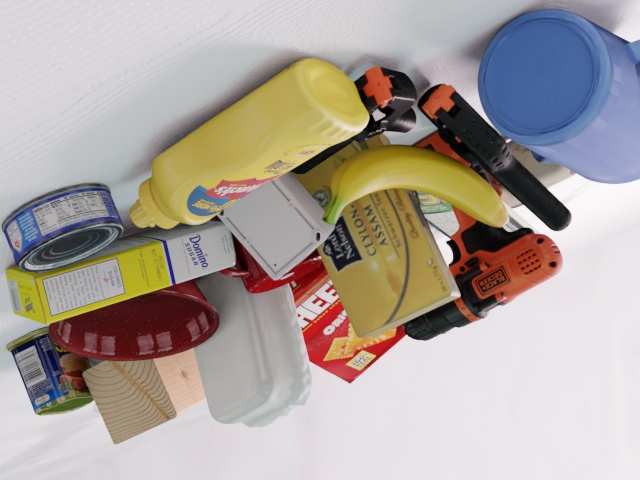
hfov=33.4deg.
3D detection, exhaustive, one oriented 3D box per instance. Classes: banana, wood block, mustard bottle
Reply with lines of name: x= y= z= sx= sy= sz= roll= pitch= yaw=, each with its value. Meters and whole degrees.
banana: x=0.083 y=-0.047 z=0.923 sx=0.197 sy=0.069 sz=0.037 roll=0 pitch=-174 yaw=-30
wood block: x=-0.177 y=0.160 z=1.261 sx=0.090 sy=0.091 sz=0.205 roll=-26 pitch=176 yaw=18
mustard bottle: x=-0.064 y=-0.060 z=0.773 sx=0.192 sy=0.058 sz=0.096 roll=-29 pitch=170 yaw=24

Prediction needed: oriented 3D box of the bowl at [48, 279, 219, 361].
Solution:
bowl: x=-0.180 y=0.061 z=1.030 sx=0.162 sy=0.055 sz=0.162 roll=-6 pitch=152 yaw=-3

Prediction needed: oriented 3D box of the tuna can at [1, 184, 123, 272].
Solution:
tuna can: x=-0.193 y=-0.008 z=0.806 sx=0.086 sy=0.034 sz=0.086 roll=-23 pitch=169 yaw=-5

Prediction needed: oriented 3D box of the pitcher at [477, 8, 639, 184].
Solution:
pitcher: x=0.235 y=-0.128 z=0.918 sx=0.242 sy=0.145 sz=0.149 roll=3 pitch=108 yaw=-61

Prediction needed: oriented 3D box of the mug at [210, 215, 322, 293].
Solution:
mug: x=-0.057 y=0.001 z=1.014 sx=0.117 sy=0.081 sz=0.093 roll=-15 pitch=166 yaw=-39

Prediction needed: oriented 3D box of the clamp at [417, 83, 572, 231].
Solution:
clamp: x=0.131 y=-0.091 z=0.940 sx=0.036 sy=0.165 sz=0.209 roll=-50 pitch=144 yaw=5

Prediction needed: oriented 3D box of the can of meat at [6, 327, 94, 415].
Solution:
can of meat: x=-0.295 y=0.147 z=1.194 sx=0.057 sy=0.084 sz=0.102 roll=-26 pitch=169 yaw=9

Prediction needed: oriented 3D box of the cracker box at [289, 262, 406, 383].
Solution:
cracker box: x=0.030 y=0.062 z=1.199 sx=0.164 sy=0.072 sz=0.213 roll=-42 pitch=144 yaw=9

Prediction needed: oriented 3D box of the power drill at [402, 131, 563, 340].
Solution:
power drill: x=0.132 y=-0.008 z=1.096 sx=0.185 sy=0.188 sz=0.057 roll=-31 pitch=169 yaw=25

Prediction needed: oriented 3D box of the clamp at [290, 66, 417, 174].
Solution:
clamp: x=0.042 y=-0.102 z=0.857 sx=0.120 sy=0.039 sz=0.172 roll=-27 pitch=177 yaw=-18

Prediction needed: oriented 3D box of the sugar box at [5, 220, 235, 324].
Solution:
sugar box: x=-0.169 y=0.024 z=0.909 sx=0.175 sy=0.048 sz=0.093 roll=-15 pitch=-170 yaw=-29
